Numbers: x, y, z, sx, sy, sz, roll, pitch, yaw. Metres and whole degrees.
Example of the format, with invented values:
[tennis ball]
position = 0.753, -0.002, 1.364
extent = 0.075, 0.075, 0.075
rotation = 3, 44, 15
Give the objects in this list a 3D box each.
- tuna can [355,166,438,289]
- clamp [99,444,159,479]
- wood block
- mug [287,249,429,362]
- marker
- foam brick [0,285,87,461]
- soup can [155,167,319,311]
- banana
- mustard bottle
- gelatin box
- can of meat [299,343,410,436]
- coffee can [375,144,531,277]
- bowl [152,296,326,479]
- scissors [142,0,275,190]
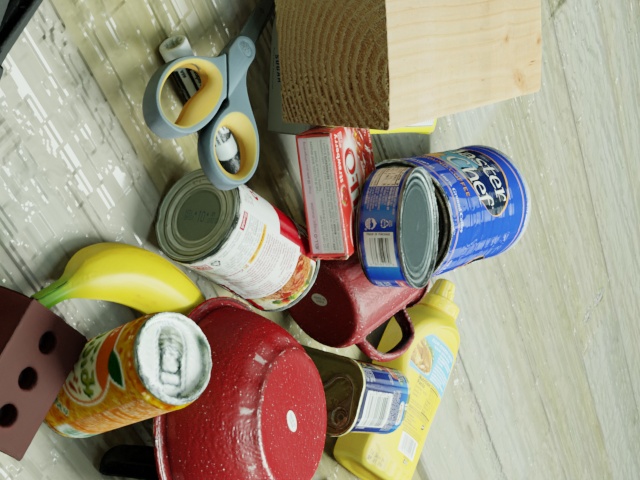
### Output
[tuna can]
position = 0.055, -0.009, 0.751
extent = 0.086, 0.034, 0.086
rotation = 0, 90, -67
[clamp]
position = -0.068, 0.179, 0.738
extent = 0.171, 0.039, 0.120
rotation = -13, 80, -52
[wood block]
position = 0.070, -0.139, 0.759
extent = 0.205, 0.091, 0.090
rotation = -20, 112, -48
[mug]
position = 0.030, 0.040, 0.821
extent = 0.081, 0.093, 0.117
rotation = -34, 96, -40
[marker]
position = -0.074, -0.082, 0.711
extent = 0.020, 0.020, 0.121
rotation = -54, 138, -31
[foam brick]
position = -0.175, 0.070, 0.580
extent = 0.053, 0.051, 0.078
rotation = 50, 58, -48
[soup can]
position = -0.055, 0.001, 0.718
extent = 0.102, 0.069, 0.068
rotation = 35, 70, -52
[banana]
position = -0.106, 0.052, 0.692
extent = 0.069, 0.037, 0.197
rotation = -50, 138, -4
[mustard bottle]
position = 0.078, 0.120, 0.946
extent = 0.096, 0.058, 0.191
rotation = 47, 61, -48
[gelatin box]
position = 0.015, -0.038, 0.741
extent = 0.073, 0.030, 0.089
rotation = -35, 119, -62
[can of meat]
position = 0.007, 0.112, 0.807
extent = 0.083, 0.102, 0.057
rotation = 20, 83, -57
[coffee can]
position = 0.101, -0.024, 0.901
extent = 0.140, 0.103, 0.103
rotation = -14, 110, -52
[bowl]
position = -0.040, 0.116, 0.690
extent = 0.161, 0.055, 0.162
rotation = 15, 74, -62
[scissors]
position = -0.047, -0.103, 0.699
extent = 0.096, 0.016, 0.201
rotation = 60, 37, -14
